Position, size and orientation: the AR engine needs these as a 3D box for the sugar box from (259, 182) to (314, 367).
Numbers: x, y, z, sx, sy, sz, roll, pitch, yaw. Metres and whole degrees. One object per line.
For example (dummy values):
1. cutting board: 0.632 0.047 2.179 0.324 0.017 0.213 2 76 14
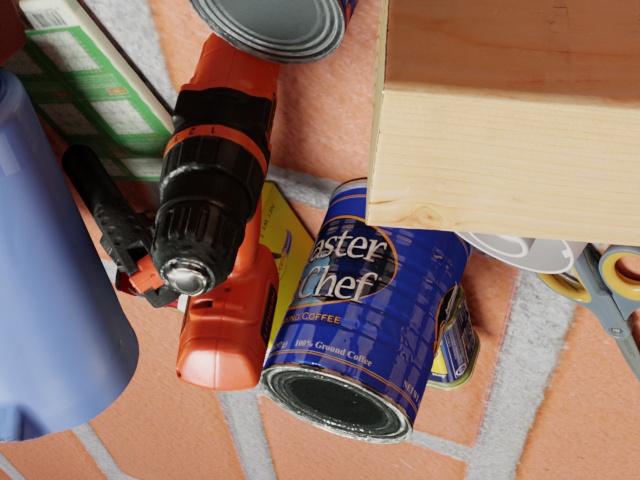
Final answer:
1. sugar box: -0.029 0.044 0.789 0.048 0.093 0.176 4 149 32

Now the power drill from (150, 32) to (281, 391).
1. power drill: -0.054 0.001 0.594 0.057 0.184 0.188 8 137 2

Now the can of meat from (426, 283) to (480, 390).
1. can of meat: 0.062 0.061 0.792 0.102 0.057 0.084 10 149 22

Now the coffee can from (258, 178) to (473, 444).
1. coffee can: 0.032 0.046 0.693 0.103 0.140 0.103 18 153 9

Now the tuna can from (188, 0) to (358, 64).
1. tuna can: -0.023 -0.129 0.532 0.086 0.033 0.086 18 153 9

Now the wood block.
1. wood block: 0.125 -0.058 0.429 0.206 0.090 0.091 4 148 1

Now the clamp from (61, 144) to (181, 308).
1. clamp: -0.121 0.007 0.712 0.120 0.039 0.172 53 177 -32

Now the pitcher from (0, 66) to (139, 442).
1. pitcher: -0.213 0.001 0.718 0.149 0.144 0.243 37 149 41
